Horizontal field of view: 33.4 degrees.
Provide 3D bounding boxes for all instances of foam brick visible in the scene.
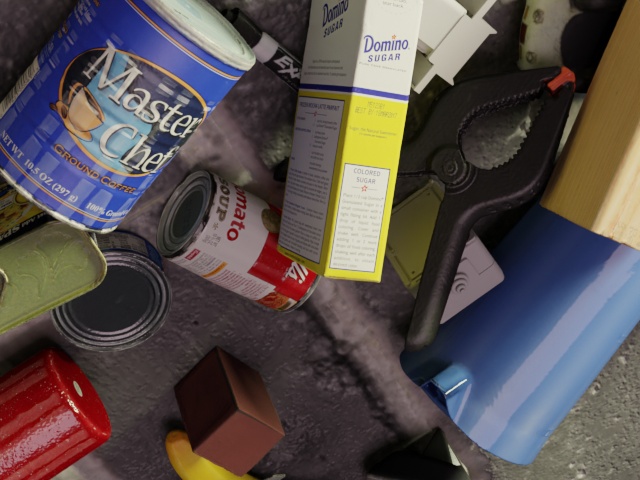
[{"bbox_3d":[-0.071,0.132,0.822,0.051,0.078,0.053,-45,125,11],"label":"foam brick"}]

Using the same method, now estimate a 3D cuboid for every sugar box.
[{"bbox_3d":[0.016,-0.069,0.673,0.048,0.093,0.176,8,97,-23],"label":"sugar box"}]

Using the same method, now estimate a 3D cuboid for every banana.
[{"bbox_3d":[-0.055,0.209,0.899,0.197,0.037,0.070,26,121,-24],"label":"banana"}]

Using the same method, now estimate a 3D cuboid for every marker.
[{"bbox_3d":[-0.021,-0.115,0.712,0.020,0.020,0.121,-46,124,13],"label":"marker"}]

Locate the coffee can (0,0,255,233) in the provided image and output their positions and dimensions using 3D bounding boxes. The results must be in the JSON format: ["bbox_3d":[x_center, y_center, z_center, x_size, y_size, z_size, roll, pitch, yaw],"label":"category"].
[{"bbox_3d":[-0.122,-0.089,0.643,0.102,0.103,0.140,33,107,-33],"label":"coffee can"}]

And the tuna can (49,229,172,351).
[{"bbox_3d":[-0.150,0.035,0.758,0.086,0.034,0.086,-9,124,-13],"label":"tuna can"}]

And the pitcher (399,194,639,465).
[{"bbox_3d":[0.187,0.044,0.830,0.145,0.149,0.243,33,105,-14],"label":"pitcher"}]

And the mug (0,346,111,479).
[{"bbox_3d":[-0.203,0.135,0.781,0.081,0.093,0.117,-33,157,-1],"label":"mug"}]

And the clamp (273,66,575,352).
[{"bbox_3d":[0.092,-0.036,0.725,0.210,0.164,0.036,-32,171,10],"label":"clamp"}]

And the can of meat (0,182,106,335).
[{"bbox_3d":[-0.195,0.004,0.691,0.102,0.084,0.057,-27,127,0],"label":"can of meat"}]

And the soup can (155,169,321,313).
[{"bbox_3d":[-0.055,0.001,0.747,0.102,0.068,0.069,28,110,-31],"label":"soup can"}]
